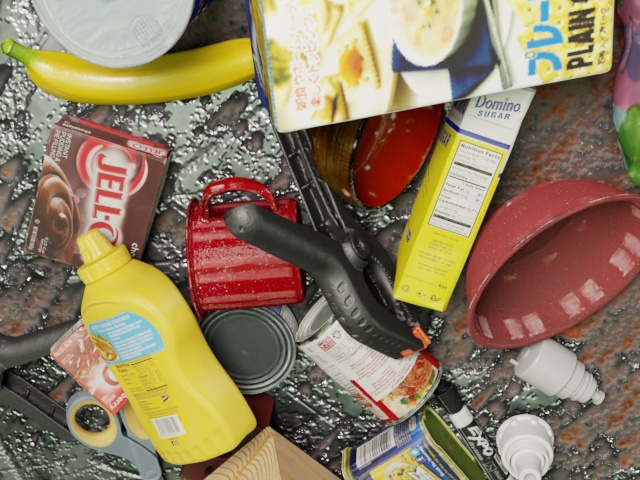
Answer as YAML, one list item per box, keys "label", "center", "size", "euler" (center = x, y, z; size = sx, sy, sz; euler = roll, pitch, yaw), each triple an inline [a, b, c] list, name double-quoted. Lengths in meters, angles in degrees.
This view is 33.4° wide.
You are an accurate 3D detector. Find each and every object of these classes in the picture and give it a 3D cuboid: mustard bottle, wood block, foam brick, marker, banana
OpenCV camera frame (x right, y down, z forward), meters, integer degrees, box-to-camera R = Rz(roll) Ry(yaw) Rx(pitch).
- label: "mustard bottle"
  center: [-0.130, 0.077, 0.815]
  size: [0.096, 0.058, 0.191]
  euler: [-18, 105, 45]
- label: "wood block"
  center: [0.002, 0.258, 0.883]
  size: [0.091, 0.090, 0.206]
  euler: [-41, 119, 14]
- label: "foam brick"
  center: [-0.078, 0.166, 0.903]
  size: [0.053, 0.051, 0.078]
  euler: [23, 114, -4]
- label: "marker"
  center: [0.130, 0.165, 0.896]
  size: [0.020, 0.020, 0.121]
  euler: [-28, 108, 17]
- label: "banana"
  center: [-0.126, -0.122, 0.775]
  size: [0.198, 0.069, 0.037]
  euler: [-2, 81, 1]

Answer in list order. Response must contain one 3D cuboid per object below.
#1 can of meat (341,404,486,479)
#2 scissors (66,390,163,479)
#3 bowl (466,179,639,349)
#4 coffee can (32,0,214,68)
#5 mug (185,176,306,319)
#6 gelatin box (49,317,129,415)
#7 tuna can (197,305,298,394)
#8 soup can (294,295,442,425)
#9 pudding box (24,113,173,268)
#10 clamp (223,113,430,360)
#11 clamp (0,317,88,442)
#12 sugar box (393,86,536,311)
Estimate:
- label: "can of meat"
  center: [0.081, 0.198, 0.897]
  size: [0.084, 0.057, 0.102]
  euler: [-35, 106, 17]
- label: "scissors"
  center: [-0.169, 0.198, 0.936]
  size: [0.096, 0.016, 0.202]
  euler: [-5, 115, -14]
- label: "bowl"
  center: [0.165, 0.008, 0.777]
  size: [0.162, 0.055, 0.162]
  euler: [-20, 145, -15]
- label: "coffee can"
  center: [-0.119, -0.181, 0.704]
  size: [0.103, 0.140, 0.103]
  euler: [2, 114, 5]
- label: "mug"
  center: [-0.055, 0.001, 0.804]
  size: [0.081, 0.093, 0.117]
  euler: [-5, 127, 3]
- label: "gelatin box"
  center: [-0.163, 0.085, 0.870]
  size: [0.089, 0.030, 0.073]
  euler: [-45, 102, -6]
- label: "tuna can"
  center: [-0.061, 0.081, 0.873]
  size: [0.086, 0.033, 0.086]
  euler: [3, 114, 5]
- label: "soup can"
  center: [0.038, 0.089, 0.846]
  size: [0.102, 0.068, 0.069]
  euler: [43, 112, -12]
- label: "pudding box"
  center: [-0.173, -0.032, 0.832]
  size: [0.090, 0.039, 0.114]
  euler: [18, 115, -3]
- label: "clamp"
  center: [0.012, 0.001, 0.778]
  size: [0.036, 0.164, 0.209]
  euler: [-27, 122, 27]
- label: "clamp"
  center: [-0.272, 0.119, 0.913]
  size: [0.171, 0.039, 0.120]
  euler: [2, 109, 3]
- label: "sugar box"
  center: [0.100, -0.046, 0.766]
  size: [0.048, 0.093, 0.176]
  euler: [16, 114, -1]
